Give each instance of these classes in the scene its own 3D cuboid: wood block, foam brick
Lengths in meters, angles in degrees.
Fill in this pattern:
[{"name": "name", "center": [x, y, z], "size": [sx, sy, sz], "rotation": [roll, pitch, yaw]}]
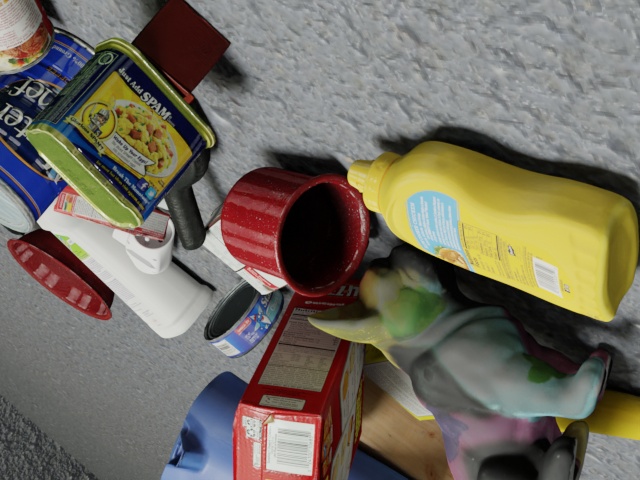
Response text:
[{"name": "wood block", "center": [0.056, 0.169, 1.064], "size": [0.206, 0.090, 0.091], "rotation": [37, 158, -5]}, {"name": "foam brick", "center": [-0.109, -0.127, 0.753], "size": [0.053, 0.051, 0.078], "rotation": [42, 157, -14]}]

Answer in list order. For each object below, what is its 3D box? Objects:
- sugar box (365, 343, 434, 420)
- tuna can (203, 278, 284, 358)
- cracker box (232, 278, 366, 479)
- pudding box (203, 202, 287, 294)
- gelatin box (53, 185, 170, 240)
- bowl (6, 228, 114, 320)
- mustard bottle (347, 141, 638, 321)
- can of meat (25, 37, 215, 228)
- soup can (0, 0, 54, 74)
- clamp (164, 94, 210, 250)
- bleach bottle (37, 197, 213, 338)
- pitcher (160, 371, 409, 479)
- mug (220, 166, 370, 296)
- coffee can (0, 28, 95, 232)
[{"name": "sugar box", "center": [0.108, 0.112, 0.934], "size": [0.093, 0.048, 0.176], "rotation": [41, 154, -13]}, {"name": "tuna can", "center": [-0.076, 0.075, 1.067], "size": [0.033, 0.086, 0.086], "rotation": [41, 157, -20]}, {"name": "cracker box", "center": [-0.012, 0.148, 0.878], "size": [0.072, 0.213, 0.164], "rotation": [7, 116, 10]}, {"name": "pudding box", "center": [-0.056, 0.001, 0.954], "size": [0.090, 0.039, 0.114], "rotation": [41, 155, -9]}, {"name": "gelatin box", "center": [-0.201, -0.026, 1.035], "size": [0.073, 0.030, 0.089], "rotation": [14, 177, 28]}, {"name": "bowl", "center": [-0.318, 0.032, 1.361], "size": [0.162, 0.055, 0.162], "rotation": [30, 157, 14]}, {"name": "mustard bottle", "center": [0.099, -0.016, 0.671], "size": [0.192, 0.058, 0.096], "rotation": [21, 155, 30]}, {"name": "can of meat", "center": [-0.135, -0.070, 0.722], "size": [0.102, 0.083, 0.058], "rotation": [47, 155, -25]}, {"name": "soup can", "center": [-0.253, -0.186, 0.817], "size": [0.069, 0.068, 0.102], "rotation": [26, 156, 22]}, {"name": "clamp", "center": [-0.127, -0.058, 0.896], "size": [0.120, 0.039, 0.172], "rotation": [35, 148, -7]}, {"name": "bleach bottle", "center": [-0.240, 0.005, 1.192], "size": [0.250, 0.068, 0.103], "rotation": [43, 156, -12]}, {"name": "pitcher", "center": [-0.018, 0.235, 1.037], "size": [0.243, 0.149, 0.145], "rotation": [26, 142, 15]}, {"name": "mug", "center": [-0.014, -0.010, 0.824], "size": [0.117, 0.093, 0.082], "rotation": [9, -175, -42]}, {"name": "coffee can", "center": [-0.239, -0.092, 0.889], "size": [0.103, 0.140, 0.103], "rotation": [30, 157, 14]}]
